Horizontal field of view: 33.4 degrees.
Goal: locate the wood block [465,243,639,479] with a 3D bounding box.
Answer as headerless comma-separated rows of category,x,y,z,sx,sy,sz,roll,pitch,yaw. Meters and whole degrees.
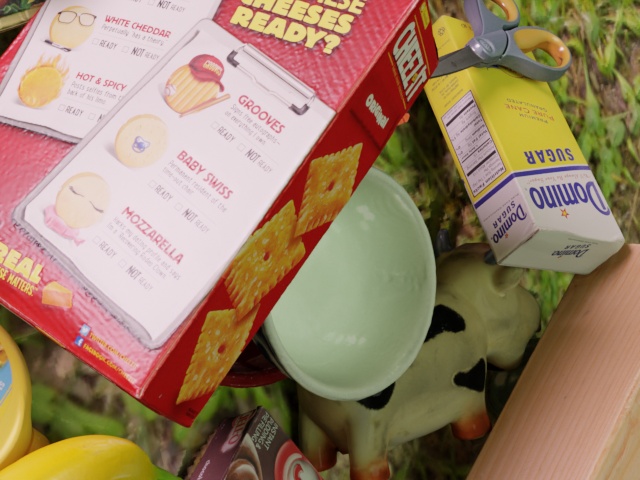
wood block,0.186,0.110,0.682,0.090,0.091,0.206,45,66,-28

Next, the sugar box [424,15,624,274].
sugar box,0.129,-0.064,0.711,0.093,0.048,0.176,6,51,-39

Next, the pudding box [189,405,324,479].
pudding box,-0.037,0.163,0.596,0.090,0.039,0.113,52,38,-18

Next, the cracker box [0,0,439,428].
cracker box,-0.070,-0.048,0.498,0.213,0.164,0.072,-55,157,-11

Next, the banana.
banana,-0.142,0.144,0.469,0.197,0.037,0.069,-37,107,-33

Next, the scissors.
scissors,0.097,-0.136,0.695,0.201,0.016,0.096,-7,57,-47
